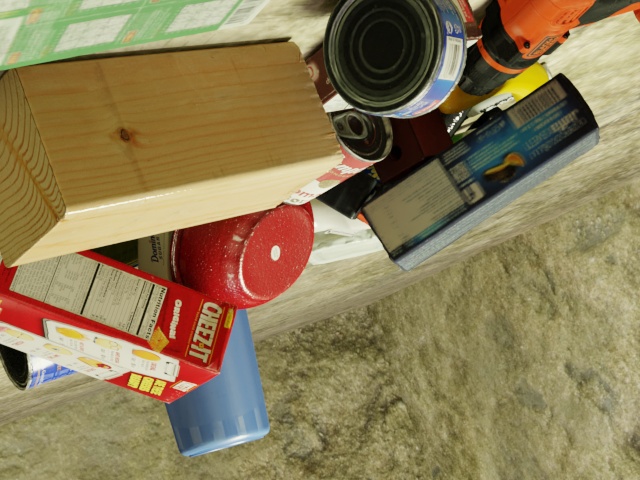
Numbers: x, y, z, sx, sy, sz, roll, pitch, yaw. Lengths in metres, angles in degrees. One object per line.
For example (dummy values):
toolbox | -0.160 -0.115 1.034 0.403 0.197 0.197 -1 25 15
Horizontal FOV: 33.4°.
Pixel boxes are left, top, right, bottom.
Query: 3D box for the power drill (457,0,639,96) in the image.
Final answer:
power drill | 0.208 -0.174 0.823 0.187 0.057 0.185 -19 172 -21

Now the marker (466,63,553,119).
marker | 0.177 -0.145 1.086 0.121 0.020 0.020 -24 172 21

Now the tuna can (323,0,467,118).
tuna can | 0.044 -0.118 0.655 0.086 0.086 0.033 -26 169 32

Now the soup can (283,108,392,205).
soup can | 0.001 -0.078 0.892 0.068 0.068 0.102 -14 170 -45

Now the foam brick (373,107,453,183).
foam brick | 0.071 -0.096 0.916 0.051 0.078 0.053 -13 166 -47

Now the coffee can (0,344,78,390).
coffee can | -0.288 0.102 1.220 0.140 0.103 0.103 -16 171 -34

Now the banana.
banana | 0.165 -0.137 0.959 0.037 0.070 0.197 16 -172 33

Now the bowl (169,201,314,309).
bowl | -0.056 0.001 0.958 0.055 0.162 0.161 27 -152 38

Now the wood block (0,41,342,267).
wood block | -0.099 -0.059 0.661 0.205 0.091 0.090 -14 169 -42

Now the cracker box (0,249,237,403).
cracker box | -0.199 0.065 0.926 0.213 0.072 0.164 22 157 -16

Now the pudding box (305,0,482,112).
pudding box | 0.044 -0.130 0.756 0.089 0.039 0.114 -16 173 -37

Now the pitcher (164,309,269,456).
pitcher | -0.139 0.124 1.258 0.145 0.243 0.148 -24 167 40
